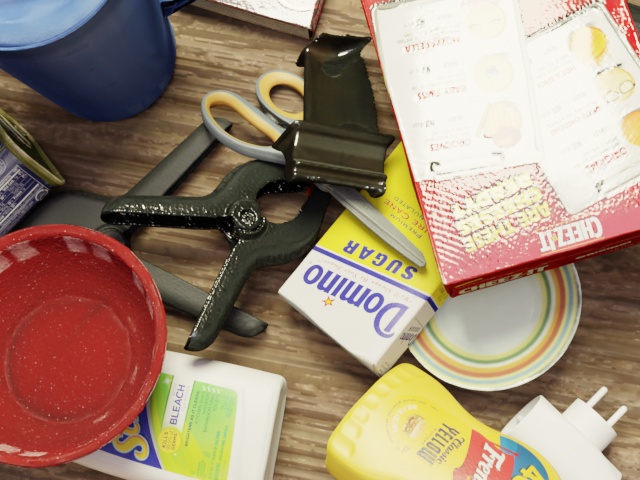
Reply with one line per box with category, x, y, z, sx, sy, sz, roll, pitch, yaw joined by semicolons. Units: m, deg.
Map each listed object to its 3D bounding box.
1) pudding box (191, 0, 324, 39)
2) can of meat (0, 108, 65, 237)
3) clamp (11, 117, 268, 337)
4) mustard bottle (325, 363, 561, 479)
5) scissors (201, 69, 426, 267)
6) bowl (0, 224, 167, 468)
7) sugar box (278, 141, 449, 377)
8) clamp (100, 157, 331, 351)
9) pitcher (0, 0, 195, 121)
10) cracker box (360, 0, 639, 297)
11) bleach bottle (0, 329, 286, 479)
pudding box;-0.046;-0.210;0.802;0.113;0.039;0.090;16;85;4
can of meat;-0.243;-0.044;0.767;0.084;0.057;0.102;-46;44;1
clamp;-0.147;-0.006;0.785;0.210;0.036;0.164;-3;82;-2
mustard bottle;0.103;0.168;0.710;0.192;0.058;0.096;33;53;23
scissors;0.008;-0.061;0.765;0.202;0.016;0.096;30;54;11
bowl;-0.177;0.073;0.713;0.162;0.055;0.162;-2;71;4
sugar box;0.061;0.000;0.761;0.093;0.048;0.176;37;83;23
clamp;-0.055;0.001;0.750;0.171;0.039;0.120;-21;84;-22
pitcher;-0.156;-0.158;0.699;0.149;0.243;0.145;29;86;5
cracker box;0.131;-0.088;0.706;0.164;0.072;0.214;-17;76;7
bleach bottle;-0.155;0.123;0.760;0.251;0.068;0.102;9;82;6
